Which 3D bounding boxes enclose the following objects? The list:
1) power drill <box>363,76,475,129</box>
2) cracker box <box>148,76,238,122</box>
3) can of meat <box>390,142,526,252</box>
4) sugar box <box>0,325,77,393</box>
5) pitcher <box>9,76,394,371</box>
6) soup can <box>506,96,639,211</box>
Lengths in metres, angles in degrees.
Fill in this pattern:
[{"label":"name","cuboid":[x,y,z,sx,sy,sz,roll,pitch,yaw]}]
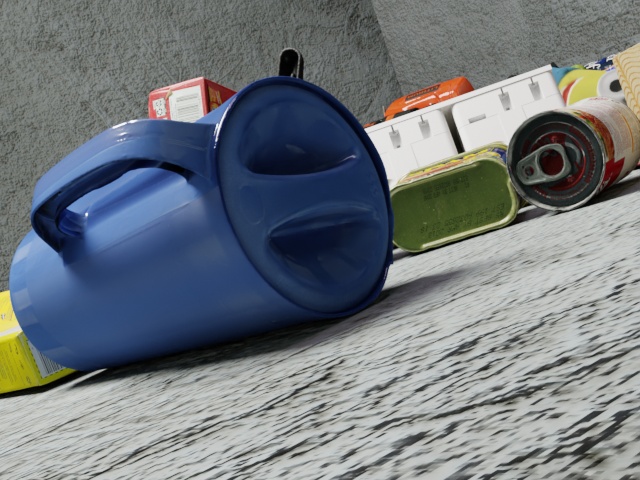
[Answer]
[{"label":"power drill","cuboid":[0.097,-0.116,1.079,0.185,0.057,0.187,-16,10,32]},{"label":"cracker box","cuboid":[-0.092,-0.064,1.106,0.072,0.164,0.213,-11,-7,20]},{"label":"can of meat","cuboid":[0.100,-0.031,0.791,0.102,0.057,0.083,-18,5,16]},{"label":"sugar box","cuboid":[-0.215,0.083,0.801,0.093,0.048,0.177,-22,0,-39]},{"label":"pitcher","cuboid":[-0.090,0.002,0.634,0.243,0.149,0.144,-21,13,42]},{"label":"soup can","cuboid":[0.180,-0.063,0.746,0.069,0.068,0.102,-17,3,34]}]
